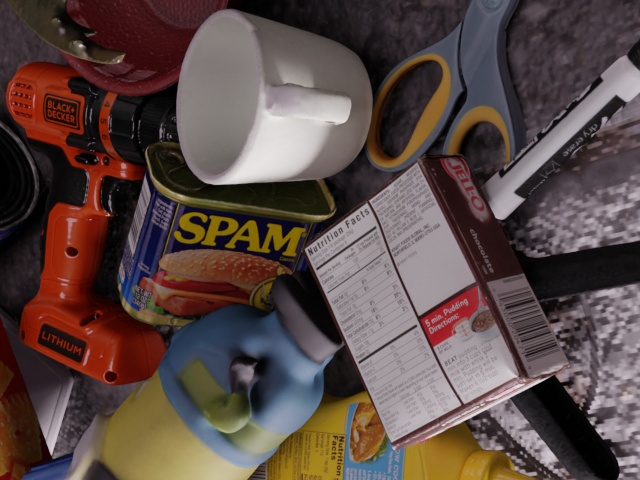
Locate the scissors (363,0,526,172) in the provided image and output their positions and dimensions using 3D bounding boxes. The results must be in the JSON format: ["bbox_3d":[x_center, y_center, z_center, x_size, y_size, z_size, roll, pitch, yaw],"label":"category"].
[{"bbox_3d":[0.091,-0.095,0.501,0.096,0.016,0.202,50,125,16],"label":"scissors"}]

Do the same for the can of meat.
[{"bbox_3d":[-0.054,0.001,0.580,0.057,0.102,0.084,-115,39,-52],"label":"can of meat"}]

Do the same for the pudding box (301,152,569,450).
[{"bbox_3d":[0.050,0.029,0.500,0.090,0.039,0.113,-37,69,40],"label":"pudding box"}]

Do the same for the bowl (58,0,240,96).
[{"bbox_3d":[-0.093,-0.164,0.600,0.162,0.055,0.162,9,106,35],"label":"bowl"}]

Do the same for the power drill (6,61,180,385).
[{"bbox_3d":[-0.126,-0.011,0.660,0.185,0.057,0.188,18,108,37],"label":"power drill"}]

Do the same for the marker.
[{"bbox_3d":[0.118,-0.055,0.478,0.121,0.020,0.020,-45,72,27],"label":"marker"}]

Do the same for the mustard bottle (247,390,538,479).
[{"bbox_3d":[0.028,0.125,0.570,0.192,0.058,0.096,-1,85,37],"label":"mustard bottle"}]
